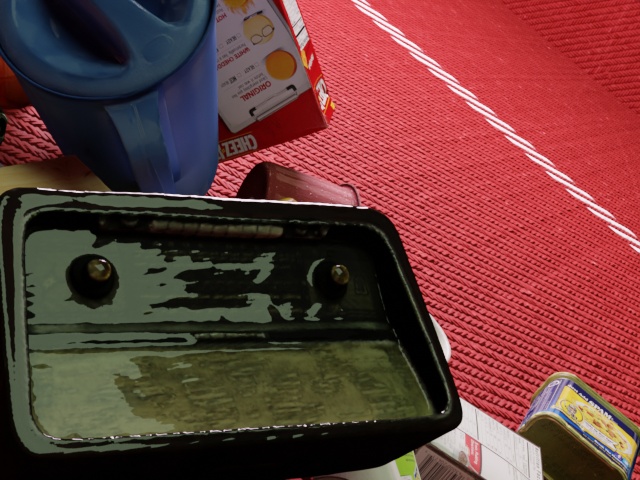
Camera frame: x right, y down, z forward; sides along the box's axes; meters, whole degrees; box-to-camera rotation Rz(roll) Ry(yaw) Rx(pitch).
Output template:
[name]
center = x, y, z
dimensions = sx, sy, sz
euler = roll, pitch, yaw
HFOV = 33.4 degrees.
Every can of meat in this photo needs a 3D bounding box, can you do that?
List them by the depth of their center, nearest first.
[can of meat]
center = 0.219, 0.171, 0.904
dimensions = 0.102, 0.058, 0.083
euler = 40, 27, 9

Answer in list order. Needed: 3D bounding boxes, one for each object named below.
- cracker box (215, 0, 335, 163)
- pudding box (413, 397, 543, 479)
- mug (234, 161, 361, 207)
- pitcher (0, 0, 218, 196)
[cracker box]
center = -0.100, -0.172, 0.856
dimensions = 0.072, 0.164, 0.213
euler = -70, 141, -65
[pudding box]
center = 0.115, 0.165, 0.801
dimensions = 0.113, 0.039, 0.090
euler = 35, 24, -9
[mug]
center = -0.025, -0.006, 0.873
dimensions = 0.081, 0.093, 0.117
euler = 19, 56, -24
[pitcher]
center = -0.126, -0.091, 0.716
dimensions = 0.145, 0.149, 0.243
euler = 25, -19, 8
